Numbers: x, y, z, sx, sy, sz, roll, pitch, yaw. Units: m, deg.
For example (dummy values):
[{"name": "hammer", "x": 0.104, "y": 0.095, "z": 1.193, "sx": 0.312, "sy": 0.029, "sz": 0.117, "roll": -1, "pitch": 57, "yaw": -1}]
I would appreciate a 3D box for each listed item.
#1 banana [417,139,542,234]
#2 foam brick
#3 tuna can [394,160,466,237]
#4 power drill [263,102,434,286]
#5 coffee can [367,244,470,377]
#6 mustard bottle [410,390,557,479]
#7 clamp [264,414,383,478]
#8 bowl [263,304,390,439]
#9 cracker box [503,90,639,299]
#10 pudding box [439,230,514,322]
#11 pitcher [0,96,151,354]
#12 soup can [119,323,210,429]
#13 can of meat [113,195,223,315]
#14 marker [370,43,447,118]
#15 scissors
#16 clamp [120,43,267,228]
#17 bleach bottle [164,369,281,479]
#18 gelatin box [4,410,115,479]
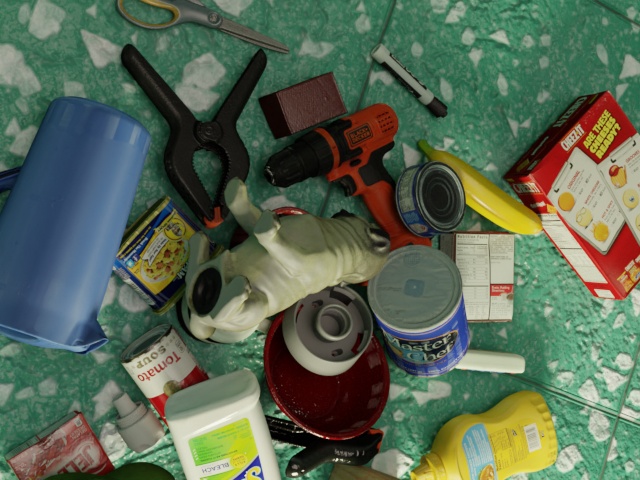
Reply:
[{"name": "banana", "x": 0.201, "y": -0.057, "z": 1.289, "sx": 0.197, "sy": 0.069, "sz": 0.037, "roll": 35, "pitch": 119, "yaw": -17}, {"name": "foam brick", "x": -0.019, "y": -0.152, "z": 1.205, "sx": 0.078, "sy": 0.053, "sz": 0.051, "roll": -24, "pitch": 100, "yaw": -22}, {"name": "tuna can", "x": 0.127, "y": -0.048, "z": 1.224, "sx": 0.085, "sy": 0.034, "sz": 0.086, "roll": 9, "pitch": 76, "yaw": -39}, {"name": "power drill", "x": 0.039, "y": -0.046, "z": 1.222, "sx": 0.184, "sy": 0.057, "sz": 0.187, "roll": -28, "pitch": 102, "yaw": -28}, {"name": "coffee can", "x": 0.113, "y": 0.082, "z": 1.200, "sx": 0.103, "sy": 0.140, "sz": 0.103, "roll": -5, "pitch": 61, "yaw": 9}, {"name": "mustard bottle", "x": 0.195, "y": 0.256, "z": 1.299, "sx": 0.191, "sy": 0.058, "sz": 0.096, "roll": -17, "pitch": 98, "yaw": -23}, {"name": "clamp", "x": -0.007, "y": 0.223, "z": 1.202, "sx": 0.171, "sy": 0.120, "sz": 0.039, "roll": 6, "pitch": 112, "yaw": -45}, {"name": "bowl", "x": -0.004, "y": 0.149, "z": 1.195, "sx": 0.161, "sy": 0.055, "sz": 0.162, "roll": 14, "pitch": 60, "yaw": -27}, {"name": "cracker box", "x": 0.357, "y": -0.056, "z": 1.363, "sx": 0.164, "sy": 0.072, "sz": 0.213, "roll": -45, "pitch": 106, "yaw": -18}, {"name": "pudding box", "x": 0.191, "y": 0.044, "z": 1.308, "sx": 0.089, "sy": 0.039, "sz": 0.113, "roll": 1, "pitch": 88, "yaw": -24}, {"name": "pitcher", "x": -0.267, "y": -0.018, "z": 1.064, "sx": 0.149, "sy": 0.145, "sz": 0.243, "roll": 26, "pitch": 76, "yaw": -34}, {"name": "soup can", "x": -0.158, "y": 0.147, "z": 1.137, "sx": 0.068, "sy": 0.069, "sz": 0.102, "roll": -38, "pitch": 104, "yaw": -19}, {"name": "can of meat", "x": -0.169, "y": 0.015, "z": 1.138, "sx": 0.084, "sy": 0.058, "sz": 0.102, "roll": 46, "pitch": 74, "yaw": -16}, {"name": "marker", "x": 0.109, "y": -0.189, "z": 1.280, "sx": 0.121, "sy": 0.020, "sz": 0.020, "roll": 41, "pitch": 75, "yaw": -19}, {"name": "scissors", "x": -0.126, "y": -0.264, "z": 1.178, "sx": 0.201, "sy": 0.016, "sz": 0.096, "roll": 2, "pitch": 89, "yaw": -24}, {"name": "clamp", "x": -0.135, "y": -0.118, "z": 1.148, "sx": 0.164, "sy": 0.036, "sz": 0.210, "roll": 4, "pitch": 75, "yaw": -21}, {"name": "bleach bottle", "x": -0.077, "y": 0.265, "z": 1.111, "sx": 0.102, "sy": 0.068, "sz": 0.251, "roll": -19, "pitch": 110, "yaw": -2}, {"name": "gelatin box", "x": -0.270, "y": 0.231, "z": 1.108, "sx": 0.089, "sy": 0.030, "sz": 0.073, "roll": -32, "pitch": 103, "yaw": -20}]
